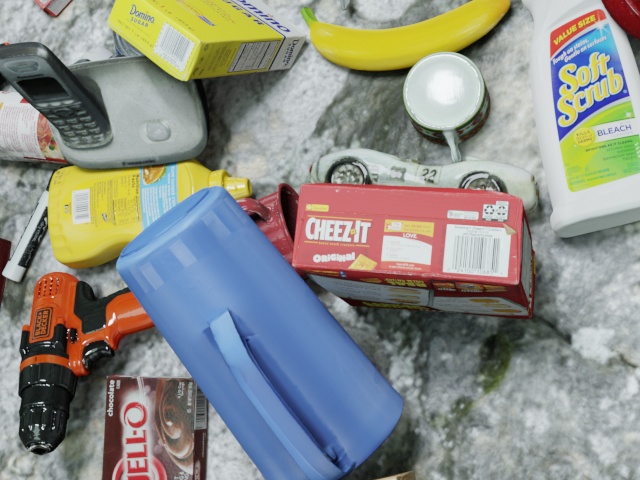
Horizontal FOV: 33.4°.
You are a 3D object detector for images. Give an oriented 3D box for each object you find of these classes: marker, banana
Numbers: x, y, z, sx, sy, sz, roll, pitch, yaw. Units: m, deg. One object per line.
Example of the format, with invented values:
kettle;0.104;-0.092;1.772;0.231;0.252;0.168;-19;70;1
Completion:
marker;-0.277;-0.017;1.048;0.020;0.020;0.121;26;88;17
banana;0.073;-0.189;0.975;0.198;0.037;0.069;0;82;15

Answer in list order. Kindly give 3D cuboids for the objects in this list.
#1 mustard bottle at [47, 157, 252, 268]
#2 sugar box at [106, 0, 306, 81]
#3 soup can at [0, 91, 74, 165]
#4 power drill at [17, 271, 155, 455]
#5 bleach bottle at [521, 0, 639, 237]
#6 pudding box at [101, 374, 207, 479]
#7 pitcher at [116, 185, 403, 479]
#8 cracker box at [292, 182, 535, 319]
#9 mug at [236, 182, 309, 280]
mustard bottle;-0.157;-0.034;0.999;0.192;0.058;0.096;-9;71;13
sugar box;-0.095;-0.188;0.947;0.093;0.175;0.048;38;120;16
soup can;-0.280;-0.110;1.038;0.102;0.068;0.068;5;83;16
power drill;-0.181;0.095;0.957;0.188;0.057;0.184;-11;53;9
bleach bottle;0.220;-0.136;0.917;0.102;0.068;0.251;-14;76;10
pudding box;-0.150;0.180;0.974;0.090;0.039;0.113;-1;81;16
pitcher;-0.051;0.082;0.852;0.243;0.149;0.144;53;53;-12
cracker box;0.084;0.012;0.849;0.164;0.213;0.072;4;81;14
mug;-0.056;0.001;0.941;0.082;0.117;0.093;-22;57;15
